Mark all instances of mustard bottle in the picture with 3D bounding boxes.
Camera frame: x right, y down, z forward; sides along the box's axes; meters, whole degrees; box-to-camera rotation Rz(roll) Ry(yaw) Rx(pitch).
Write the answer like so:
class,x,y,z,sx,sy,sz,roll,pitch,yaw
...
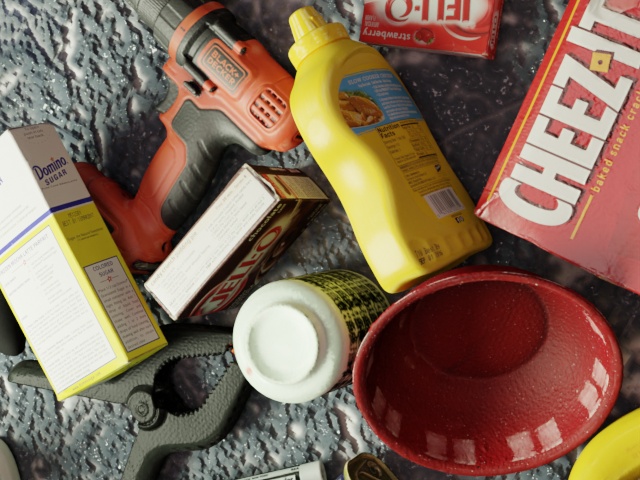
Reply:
class,x,y,z,sx,sy,sz,roll,pitch,yaw
mustard bottle,0.032,-0.065,0.680,0.058,0.096,0.191,-35,80,40

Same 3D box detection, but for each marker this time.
class,x,y,z,sx,sy,sz,roll,pitch,yaw
marker,-0.056,0.177,0.756,0.121,0.020,0.020,-14,88,8

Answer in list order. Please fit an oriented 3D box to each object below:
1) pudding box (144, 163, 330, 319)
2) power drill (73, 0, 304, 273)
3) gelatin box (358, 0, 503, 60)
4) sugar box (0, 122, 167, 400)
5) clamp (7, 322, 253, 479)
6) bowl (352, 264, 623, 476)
class,x,y,z,sx,sy,sz,roll,pitch,yaw
pudding box,-0.055,0.001,0.721,0.039,0.090,0.114,44,106,14
power drill,-0.116,-0.085,0.758,0.184,0.057,0.188,45,108,15
gelatin box,0.075,-0.159,0.693,0.089,0.030,0.073,11,97,21
sugar box,-0.184,0.016,0.742,0.094,0.048,0.176,-31,83,39
clamp,-0.121,0.132,0.783,0.210,0.036,0.164,-25,85,20
bowl,0.101,0.070,0.661,0.162,0.055,0.162,2,124,2
